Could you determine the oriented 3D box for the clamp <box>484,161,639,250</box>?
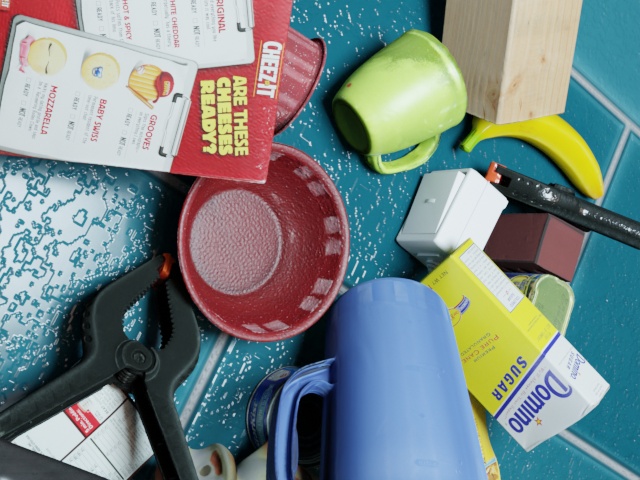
[{"bbox_3d":[0.232,-0.035,1.048,0.171,0.120,0.039,24,87,-10],"label":"clamp"}]

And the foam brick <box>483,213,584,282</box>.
[{"bbox_3d":[0.204,0.007,1.029,0.052,0.078,0.051,24,78,-29],"label":"foam brick"}]

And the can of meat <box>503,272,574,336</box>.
[{"bbox_3d":[0.184,0.080,1.012,0.057,0.084,0.102,26,77,-30],"label":"can of meat"}]

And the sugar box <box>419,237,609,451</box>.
[{"bbox_3d":[0.155,0.093,0.932,0.176,0.093,0.048,48,43,6],"label":"sugar box"}]

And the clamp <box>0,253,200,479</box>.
[{"bbox_3d":[-0.148,0.094,0.778,0.164,0.036,0.210,22,50,-22],"label":"clamp"}]

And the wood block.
[{"bbox_3d":[0.174,-0.219,0.959,0.090,0.091,0.206,-13,119,-33],"label":"wood block"}]

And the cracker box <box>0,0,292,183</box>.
[{"bbox_3d":[-0.135,-0.136,0.743,0.213,0.072,0.164,5,112,-11],"label":"cracker box"}]

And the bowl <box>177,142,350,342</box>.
[{"bbox_3d":[-0.056,0.001,0.873,0.161,0.055,0.162,0,90,-34],"label":"bowl"}]

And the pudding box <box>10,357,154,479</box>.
[{"bbox_3d":[-0.185,0.156,0.802,0.113,0.039,0.090,-42,111,-24],"label":"pudding box"}]

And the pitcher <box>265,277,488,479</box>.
[{"bbox_3d":[0.050,0.143,0.827,0.243,0.145,0.149,-92,158,-48],"label":"pitcher"}]

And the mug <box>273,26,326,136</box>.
[{"bbox_3d":[-0.056,-0.132,0.849,0.081,0.093,0.117,28,52,-25],"label":"mug"}]

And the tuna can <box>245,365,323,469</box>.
[{"bbox_3d":[-0.018,0.151,0.911,0.085,0.034,0.086,0,90,-33],"label":"tuna can"}]

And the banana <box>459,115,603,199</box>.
[{"bbox_3d":[0.217,-0.097,1.063,0.197,0.037,0.069,16,96,-31],"label":"banana"}]
